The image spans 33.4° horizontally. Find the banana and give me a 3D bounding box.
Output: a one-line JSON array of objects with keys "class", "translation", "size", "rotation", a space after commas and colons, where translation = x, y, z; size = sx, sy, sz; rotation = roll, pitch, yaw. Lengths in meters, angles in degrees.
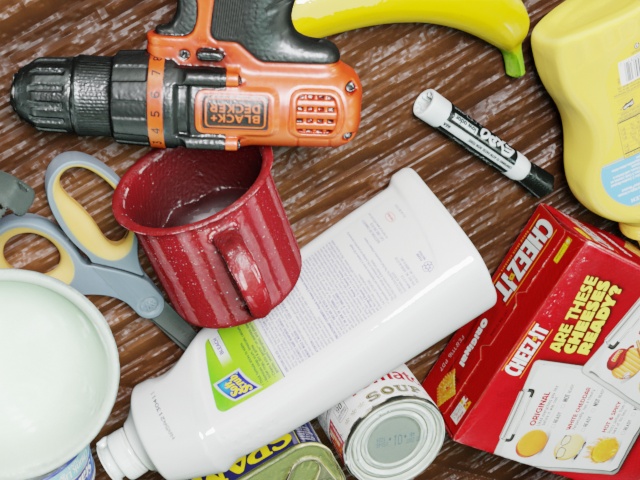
[{"class": "banana", "translation": [0.046, -0.129, 0.608], "size": [0.197, 0.037, 0.070], "rotation": [1, 116, -22]}]

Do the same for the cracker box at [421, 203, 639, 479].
[{"class": "cracker box", "translation": [0.202, 0.087, 0.766], "size": [0.213, 0.072, 0.164], "rotation": [22, 107, -29]}]

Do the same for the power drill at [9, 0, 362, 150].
[{"class": "power drill", "translation": [-0.067, -0.136, 0.537], "size": [0.184, 0.057, 0.188], "rotation": [2, 115, -4]}]

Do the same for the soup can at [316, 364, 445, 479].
[{"class": "soup can", "translation": [0.029, 0.100, 0.684], "size": [0.068, 0.102, 0.068], "rotation": [-9, 119, -17]}]

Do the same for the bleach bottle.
[{"class": "bleach bottle", "translation": [-0.024, 0.062, 0.646], "size": [0.251, 0.103, 0.068], "rotation": [-32, 140, -1]}]

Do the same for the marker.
[{"class": "marker", "translation": [0.108, -0.059, 0.681], "size": [0.121, 0.020, 0.020], "rotation": [29, 103, -31]}]

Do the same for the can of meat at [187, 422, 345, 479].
[{"class": "can of meat", "translation": [-0.047, 0.145, 0.688], "size": [0.102, 0.084, 0.057], "rotation": [-30, 123, -4]}]

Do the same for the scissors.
[{"class": "scissors", "translation": [-0.125, 0.039, 0.642], "size": [0.096, 0.016, 0.201], "rotation": [-25, 123, -6]}]

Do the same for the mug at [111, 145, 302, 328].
[{"class": "mug", "translation": [-0.054, 0.001, 0.593], "size": [0.093, 0.117, 0.081], "rotation": [-29, 128, -11]}]
